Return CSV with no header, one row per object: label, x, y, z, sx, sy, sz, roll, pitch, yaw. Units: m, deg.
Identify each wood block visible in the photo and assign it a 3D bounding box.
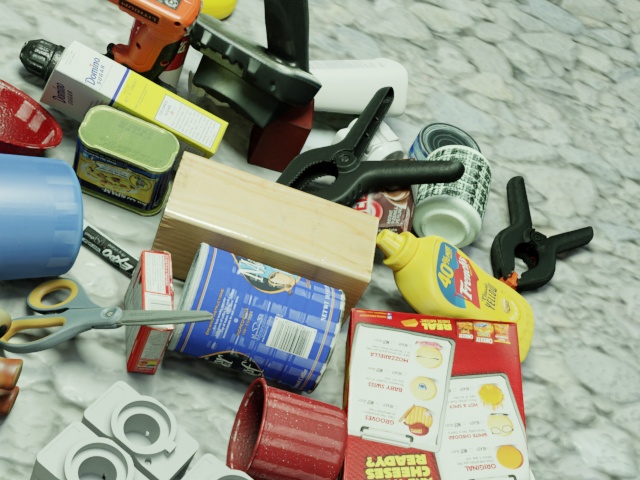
wood block,-0.057,0.002,1.061,0.206,0.091,0.090,19,46,-9

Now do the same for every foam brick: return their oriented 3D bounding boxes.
foam brick,-0.044,-0.122,1.184,0.051,0.078,0.053,16,47,-13

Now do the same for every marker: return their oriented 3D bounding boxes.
marker,-0.192,0.017,1.035,0.121,0.020,0.020,35,46,7

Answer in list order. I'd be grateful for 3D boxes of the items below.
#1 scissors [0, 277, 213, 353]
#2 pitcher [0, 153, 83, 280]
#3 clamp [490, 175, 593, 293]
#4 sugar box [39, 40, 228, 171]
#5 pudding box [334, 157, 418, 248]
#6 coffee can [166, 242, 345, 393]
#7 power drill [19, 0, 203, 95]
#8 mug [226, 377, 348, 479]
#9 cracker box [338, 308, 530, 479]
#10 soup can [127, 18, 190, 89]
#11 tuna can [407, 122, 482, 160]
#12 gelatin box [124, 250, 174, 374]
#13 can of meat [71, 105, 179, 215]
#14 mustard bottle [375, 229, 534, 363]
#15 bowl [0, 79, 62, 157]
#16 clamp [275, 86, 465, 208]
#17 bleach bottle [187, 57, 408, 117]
scissors,-0.186,0.056,0.934,0.202,0.016,0.096,-12,38,9
pitcher,-0.343,-0.024,0.938,0.242,0.145,0.149,0,64,-30
clamp,0.238,-0.004,1.237,0.120,0.039,0.171,39,46,13
sugar box,-0.191,-0.132,1.089,0.176,0.093,0.048,30,66,-15
pudding box,0.056,-0.040,1.159,0.090,0.039,0.113,-2,41,17
coffee can,-0.060,0.072,0.989,0.140,0.103,0.102,19,46,-9
power drill,-0.212,-0.205,1.103,0.184,0.188,0.057,23,52,-9
mug,-0.030,0.172,0.937,0.081,0.093,0.117,18,9,-16
cracker box,0.101,0.170,0.981,0.164,0.072,0.213,5,49,-1
soup can,-0.181,-0.211,1.182,0.068,0.102,0.068,13,47,-14
tuna can,0.151,-0.102,1.287,0.086,0.034,0.086,13,47,-14
gelatin box,-0.156,0.064,0.973,0.030,0.073,0.089,8,48,-20
can of meat,-0.196,-0.080,1.067,0.102,0.084,0.057,21,58,-6
mustard bottle,0.133,0.050,1.091,0.191,0.058,0.096,36,42,-18
bowl,-0.336,-0.114,1.034,0.162,0.055,0.162,29,18,-11
clamp,0.038,-0.074,1.144,0.209,0.036,0.165,-33,49,-13
bleach bottle,-0.030,-0.182,1.246,0.250,0.068,0.103,-1,15,-18
